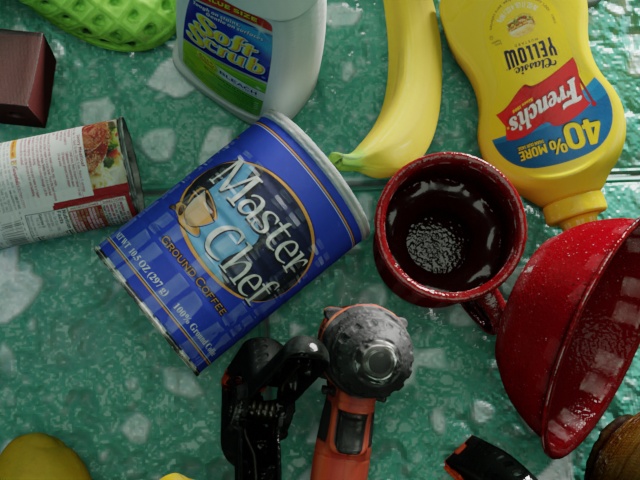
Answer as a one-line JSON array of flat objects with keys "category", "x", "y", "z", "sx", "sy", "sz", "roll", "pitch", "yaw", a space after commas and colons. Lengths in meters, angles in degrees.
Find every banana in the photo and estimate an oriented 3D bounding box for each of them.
[{"category": "banana", "x": 0.054, "y": -0.112, "z": 0.707, "sx": 0.037, "sy": 0.069, "sz": 0.197, "roll": -13, "pitch": 50, "yaw": 35}]

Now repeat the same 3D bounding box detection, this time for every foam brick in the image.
[{"category": "foam brick", "x": -0.220, "y": -0.108, "z": 0.705, "sx": 0.078, "sy": 0.053, "sz": 0.051, "roll": 6, "pitch": 79, "yaw": 0}]

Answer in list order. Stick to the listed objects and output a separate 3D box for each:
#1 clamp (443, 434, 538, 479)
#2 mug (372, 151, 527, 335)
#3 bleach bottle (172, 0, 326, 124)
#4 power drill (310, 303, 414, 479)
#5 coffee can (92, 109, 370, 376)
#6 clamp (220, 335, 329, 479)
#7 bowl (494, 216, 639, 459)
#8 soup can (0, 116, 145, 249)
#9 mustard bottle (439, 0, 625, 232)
[{"category": "clamp", "x": 0.146, "y": 0.184, "z": 0.617, "sx": 0.036, "sy": 0.210, "sz": 0.164, "roll": -40, "pitch": 120, "yaw": -10}, {"category": "mug", "x": 0.084, "y": 0.008, "z": 0.681, "sx": 0.093, "sy": 0.081, "sz": 0.117, "roll": -34, "pitch": 82, "yaw": -8}, {"category": "bleach bottle", "x": -0.044, "y": -0.142, "z": 0.617, "sx": 0.102, "sy": 0.251, "sz": 0.068, "roll": 36, "pitch": 80, "yaw": 4}, {"category": "power drill", "x": 0.016, "y": 0.129, "z": 0.614, "sx": 0.057, "sy": 0.184, "sz": 0.187, "roll": 9, "pitch": 89, "yaw": -1}, {"category": "coffee can", "x": -0.054, "y": 0.001, "z": 0.666, "sx": 0.140, "sy": 0.103, "sz": 0.103, "roll": -39, "pitch": 83, "yaw": -9}, {"category": "clamp", "x": -0.031, "y": 0.091, "z": 0.612, "sx": 0.039, "sy": 0.171, "sz": 0.120, "roll": 19, "pitch": 101, "yaw": -17}, {"category": "bowl", "x": 0.154, "y": 0.050, "z": 0.656, "sx": 0.055, "sy": 0.162, "sz": 0.162, "roll": 24, "pitch": 78, "yaw": 29}, {"category": "soup can", "x": -0.169, "y": -0.036, "z": 0.686, "sx": 0.102, "sy": 0.068, "sz": 0.068, "roll": -12, "pitch": 80, "yaw": -4}, {"category": "mustard bottle", "x": 0.149, "y": -0.086, "z": 0.712, "sx": 0.096, "sy": 0.058, "sz": 0.191, "roll": -16, "pitch": 81, "yaw": 7}]
